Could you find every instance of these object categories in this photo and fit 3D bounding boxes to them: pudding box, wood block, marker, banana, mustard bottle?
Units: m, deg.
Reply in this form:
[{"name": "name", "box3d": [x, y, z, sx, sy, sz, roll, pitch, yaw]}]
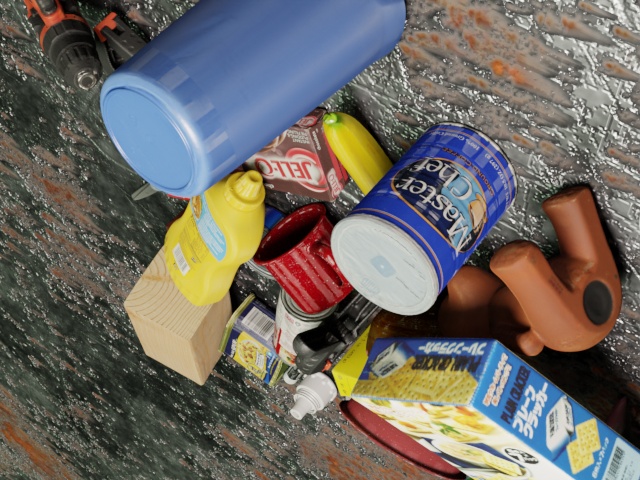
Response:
[{"name": "pudding box", "box3d": [-0.034, -0.090, 1.056, 0.114, 0.039, 0.090, 15, 139, 37]}, {"name": "wood block", "box3d": [-0.168, 0.096, 1.312, 0.091, 0.090, 0.206, 28, 160, 10]}, {"name": "marker", "box3d": [-0.020, 0.151, 1.334, 0.020, 0.020, 0.121, 41, 147, 4]}, {"name": "banana", "box3d": [0.053, -0.050, 0.990, 0.037, 0.069, 0.197, -28, 117, 22]}, {"name": "mustard bottle", "box3d": [-0.104, -0.014, 1.115, 0.192, 0.058, 0.096, -51, 58, 50]}]

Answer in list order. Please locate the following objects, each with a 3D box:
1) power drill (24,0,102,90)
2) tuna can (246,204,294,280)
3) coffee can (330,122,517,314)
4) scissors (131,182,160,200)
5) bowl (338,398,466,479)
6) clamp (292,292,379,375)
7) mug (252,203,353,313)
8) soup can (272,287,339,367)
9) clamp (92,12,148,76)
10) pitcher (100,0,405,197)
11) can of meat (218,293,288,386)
[{"name": "power drill", "box3d": [-0.280, -0.252, 1.035, 0.185, 0.057, 0.187, 55, 171, 40]}, {"name": "tuna can", "box3d": [-0.058, 0.001, 1.191, 0.086, 0.033, 0.086, 28, 144, 22]}, {"name": "coffee can", "box3d": [0.090, -0.020, 0.910, 0.103, 0.140, 0.103, 28, 144, 22]}, {"name": "scissors", "box3d": [-0.199, -0.079, 1.248, 0.202, 0.016, 0.096, -2, 147, 48]}, {"name": "bowl", "box3d": [0.103, 0.199, 1.182, 0.162, 0.055, 0.162, 28, -174, -3]}, {"name": "clamp", "box3d": [0.026, 0.087, 1.113, 0.036, 0.164, 0.210, 48, 162, 11]}, {"name": "mug", "box3d": [-0.004, 0.022, 1.103, 0.081, 0.093, 0.117, 51, 160, -21]}, {"name": "soup can", "box3d": [-0.017, 0.091, 1.218, 0.068, 0.068, 0.102, 33, 145, 16]}, {"name": "clamp", "box3d": [-0.194, -0.163, 1.147, 0.120, 0.039, 0.171, -6, 126, 44]}, {"name": "pitcher", "box3d": [-0.058, -0.139, 0.839, 0.145, 0.242, 0.149, 30, 144, 24]}, {"name": "can of meat", "box3d": [-0.073, 0.126, 1.328, 0.084, 0.057, 0.102, 35, 147, 8]}]
